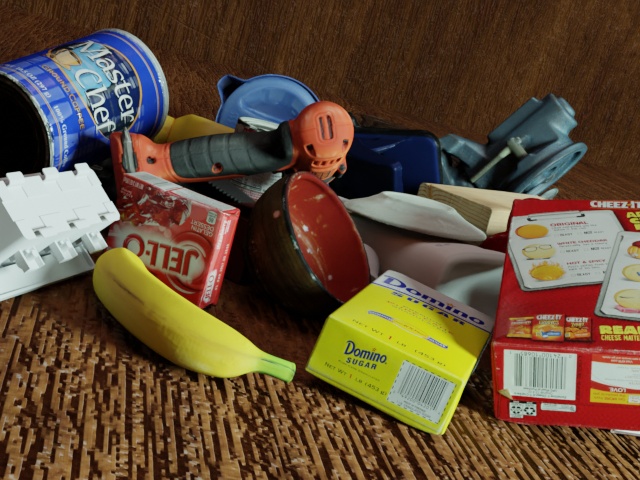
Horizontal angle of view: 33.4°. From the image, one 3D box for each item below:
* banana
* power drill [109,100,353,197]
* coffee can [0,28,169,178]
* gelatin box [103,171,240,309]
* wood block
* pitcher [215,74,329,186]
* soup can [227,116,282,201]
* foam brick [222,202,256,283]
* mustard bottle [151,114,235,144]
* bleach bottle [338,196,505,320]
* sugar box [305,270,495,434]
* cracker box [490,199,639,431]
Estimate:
[{"bbox_3d":[-0.101,0.043,0.667,0.198,0.037,0.069,30,-1,44],"label":"banana"},{"bbox_3d":[-0.072,-0.062,0.862,0.187,0.057,0.184,-10,-8,-8],"label":"power drill"},{"bbox_3d":[-0.206,-0.106,0.866,0.103,0.103,0.140,22,33,24],"label":"coffee can"},{"bbox_3d":[-0.107,-0.001,0.758,0.089,0.073,0.030,22,14,22],"label":"gelatin box"},{"bbox_3d":[0.183,0.002,1.080,0.090,0.091,0.205,25,15,40],"label":"wood block"},{"bbox_3d":[-0.063,-0.140,1.357,0.145,0.149,0.243,-1,11,-6],"label":"pitcher"},{"bbox_3d":[-0.059,-0.059,1.014,0.068,0.102,0.068,15,12,-4],"label":"soup can"},{"bbox_3d":[-0.056,0.001,0.869,0.053,0.051,0.078,25,15,31],"label":"foam brick"},{"bbox_3d":[-0.097,-0.083,1.096,0.191,0.058,0.096,21,-17,-9],"label":"mustard bottle"},{"bbox_3d":[0.063,0.007,0.975,0.102,0.068,0.251,7,13,-35],"label":"bleach bottle"},{"bbox_3d":[0.061,0.068,0.716,0.093,0.048,0.176,26,16,10],"label":"sugar box"},{"bbox_3d":[0.210,0.046,0.748,0.164,0.072,0.213,2,28,14],"label":"cracker box"}]
